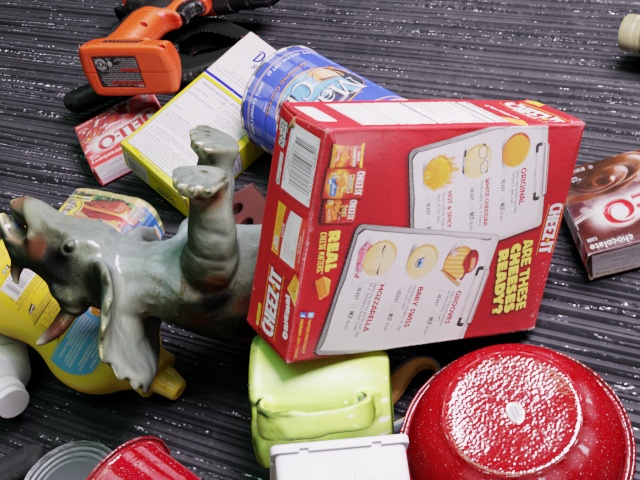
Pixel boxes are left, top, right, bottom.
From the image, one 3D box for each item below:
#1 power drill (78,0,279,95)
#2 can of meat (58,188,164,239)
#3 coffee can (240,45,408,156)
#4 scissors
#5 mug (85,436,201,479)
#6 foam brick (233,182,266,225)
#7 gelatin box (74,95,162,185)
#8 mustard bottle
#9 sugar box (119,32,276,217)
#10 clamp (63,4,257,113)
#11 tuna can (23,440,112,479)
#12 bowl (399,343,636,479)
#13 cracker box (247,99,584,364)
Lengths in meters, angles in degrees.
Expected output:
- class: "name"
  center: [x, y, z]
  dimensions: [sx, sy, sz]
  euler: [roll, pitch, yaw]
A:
- class: "power drill"
  center: [-0.143, -0.217, 1.072]
  dimensions: [0.185, 0.057, 0.187]
  euler: [1, 39, 23]
- class: "can of meat"
  center: [-0.202, 0.003, 0.959]
  dimensions: [0.102, 0.057, 0.083]
  euler: [12, 53, 28]
- class: "coffee can"
  center: [0.012, -0.099, 0.936]
  dimensions: [0.102, 0.103, 0.140]
  euler: [-41, 49, -16]
- class: "scissors"
  center: [0.004, 0.146, 0.785]
  dimensions: [0.201, 0.016, 0.096]
  euler: [-38, 47, -14]
- class: "mug"
  center: [-0.116, 0.206, 0.737]
  dimensions: [0.082, 0.093, 0.117]
  euler: [28, 96, 31]
- class: "foam brick"
  center: [-0.056, 0.001, 0.909]
  dimensions: [0.053, 0.051, 0.078]
  euler: [-31, 47, -7]
- class: "gelatin box"
  center: [-0.194, -0.104, 1.066]
  dimensions: [0.089, 0.030, 0.073]
  euler: [-28, 47, -4]
- class: "mustard bottle"
  center: [-0.189, 0.069, 0.869]
  dimensions: [0.192, 0.058, 0.096]
  euler: [33, 81, 13]
- class: "sugar box"
  center: [-0.094, -0.111, 1.013]
  dimensions: [0.093, 0.048, 0.176]
  euler: [40, 68, 20]
- class: "clamp"
  center: [-0.162, -0.190, 1.124]
  dimensions: [0.210, 0.036, 0.164]
  euler: [7, 53, 24]
- class: "tuna can"
  center: [-0.182, 0.196, 0.799]
  dimensions: [0.086, 0.033, 0.086]
  euler: [-11, 48, 12]
- class: "bowl"
  center: [0.129, 0.127, 0.717]
  dimensions: [0.162, 0.055, 0.162]
  euler: [-7, 53, 9]
- class: "cracker box"
  center: [0.065, -0.012, 0.736]
  dimensions: [0.213, 0.164, 0.072]
  euler: [-5, 26, -31]
